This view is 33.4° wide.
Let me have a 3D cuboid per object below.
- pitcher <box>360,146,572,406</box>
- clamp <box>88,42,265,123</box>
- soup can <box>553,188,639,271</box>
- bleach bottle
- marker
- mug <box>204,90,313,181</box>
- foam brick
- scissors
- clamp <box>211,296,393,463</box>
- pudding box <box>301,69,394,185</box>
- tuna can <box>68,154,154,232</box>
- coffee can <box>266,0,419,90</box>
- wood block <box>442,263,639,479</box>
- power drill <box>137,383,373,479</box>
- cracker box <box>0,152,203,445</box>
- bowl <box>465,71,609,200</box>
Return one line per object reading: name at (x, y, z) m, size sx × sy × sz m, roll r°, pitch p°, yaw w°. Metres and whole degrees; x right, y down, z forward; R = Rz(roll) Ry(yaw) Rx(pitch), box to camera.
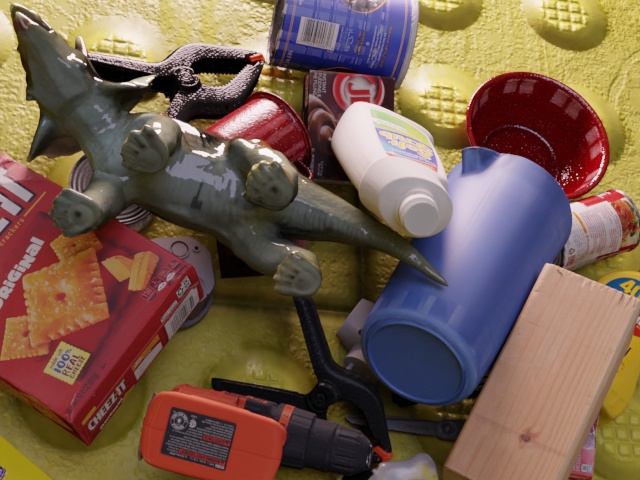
pitcher at (0.136, 0.043, 0.974) m, size 0.149 × 0.145 × 0.242 m, roll 32°, pitch 46°, yaw 7°
clamp at (-0.137, -0.142, 1.060) m, size 0.209 × 0.036 × 0.165 m, roll -17°, pitch 62°, yaw -32°
soup can at (0.268, -0.008, 1.095) m, size 0.102 × 0.069 × 0.068 m, roll -16°, pitch 68°, yaw -21°
bleach bottle at (0.072, -0.055, 0.939) m, size 0.102 × 0.068 × 0.251 m, roll 24°, pitch 15°, yaw -14°
marker at (0.124, 0.141, 1.006) m, size 0.121 × 0.020 × 0.020 m, roll -5°, pitch 64°, yaw -17°
mug at (-0.060, -0.077, 1.024) m, size 0.117 × 0.093 × 0.081 m, roll 41°, pitch 55°, yaw 19°
foam brick at (-0.057, 0.001, 1.013) m, size 0.078 × 0.053 × 0.051 m, roll -4°, pitch 64°, yaw -16°
scissors at (0.127, 0.192, 0.982) m, size 0.201 × 0.016 × 0.096 m, roll -6°, pitch 65°, yaw -17°
clamp at (-0.011, 0.142, 0.952) m, size 0.120 × 0.039 × 0.171 m, roll -40°, pitch 85°, yaw 5°
pudding box at (0.027, -0.112, 1.081) m, size 0.090 × 0.039 × 0.113 m, roll 3°, pitch 88°, yaw -13°
tuna can at (-0.195, -0.045, 1.011) m, size 0.086 × 0.034 × 0.086 m, roll 6°, pitch 62°, yaw -12°
coffee can at (0.022, -0.221, 1.121) m, size 0.140 × 0.103 × 0.103 m, roll 10°, pitch 61°, yaw -10°
wood block at (0.190, 0.136, 0.916) m, size 0.091 × 0.090 × 0.206 m, roll 24°, pitch 67°, yaw 20°
power drill at (-0.053, 0.157, 0.846) m, size 0.184 × 0.187 × 0.057 m, roll 11°, pitch 84°, yaw 8°
cracker box at (-0.232, 0.044, 0.896) m, size 0.214 × 0.072 × 0.164 m, roll 30°, pitch 67°, yaw 16°
bowl at (0.222, -0.100, 1.138) m, size 0.162 × 0.055 × 0.162 m, roll 6°, pitch 62°, yaw -12°
